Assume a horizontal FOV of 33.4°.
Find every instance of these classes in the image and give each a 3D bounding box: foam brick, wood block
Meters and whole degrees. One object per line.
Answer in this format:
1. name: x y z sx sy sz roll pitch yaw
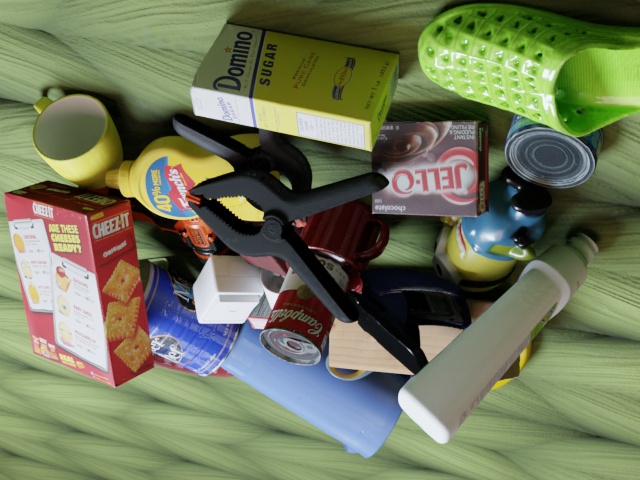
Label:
1. foam brick: -0.058 0.002 1.241 0.078 0.053 0.051 17 154 45
2. wood block: 0.121 0.110 1.247 0.206 0.090 0.090 1 178 29

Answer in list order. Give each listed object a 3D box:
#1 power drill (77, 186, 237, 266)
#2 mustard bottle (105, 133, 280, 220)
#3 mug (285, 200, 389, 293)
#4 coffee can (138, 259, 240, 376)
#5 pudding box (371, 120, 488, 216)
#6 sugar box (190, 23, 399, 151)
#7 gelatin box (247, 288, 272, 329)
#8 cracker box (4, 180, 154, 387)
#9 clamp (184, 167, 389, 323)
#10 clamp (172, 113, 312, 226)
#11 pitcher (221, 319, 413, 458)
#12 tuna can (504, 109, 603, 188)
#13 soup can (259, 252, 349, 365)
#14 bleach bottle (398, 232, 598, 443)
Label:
1. power drill: -0.197 -0.021 1.312 0.188 0.057 0.184 9 146 17
2. mustard bottle: -0.143 -0.068 1.168 0.192 0.058 0.096 1 127 13
3. mug: 0.027 0.002 1.182 0.117 0.081 0.093 -11 135 42
4. coffee can: -0.188 0.099 1.365 0.140 0.102 0.103 30 148 -26
5. pudding box: 0.105 -0.070 1.025 0.114 0.039 0.090 3 98 31
6. sugar box: -0.023 -0.144 0.987 0.176 0.093 0.048 14 145 13
7. gelatin box: -0.041 0.077 1.341 0.089 0.073 0.030 1 143 29
8. cracker box: -0.282 0.047 1.255 0.164 0.071 0.214 13 117 40
9. clamp: -0.034 -0.025 1.064 0.210 0.036 0.165 25 118 12
10. clamp: -0.071 -0.085 1.090 0.120 0.039 0.171 -15 111 24
11. pitcher: -0.002 0.168 1.417 0.242 0.149 0.145 30 162 -6
12. tuna can: 0.214 -0.087 0.982 0.086 0.033 0.086 16 147 10
13. soup can: -0.015 0.072 1.135 0.068 0.102 0.068 16 147 10
14. bleach bottle: 0.187 0.091 1.080 0.068 0.250 0.102 43 169 15
